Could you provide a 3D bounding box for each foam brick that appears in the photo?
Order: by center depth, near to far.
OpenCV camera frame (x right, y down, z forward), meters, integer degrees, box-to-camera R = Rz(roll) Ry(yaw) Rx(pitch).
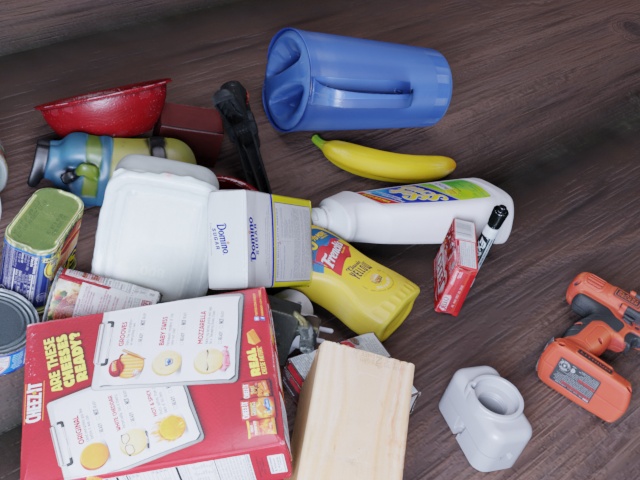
[{"bbox_3d":[-0.161,-0.128,1.291,0.078,0.053,0.051,7,41,-18],"label":"foam brick"}]

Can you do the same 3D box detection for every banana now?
[{"bbox_3d":[0.088,-0.104,1.383,0.197,0.037,0.069,11,40,-11],"label":"banana"}]

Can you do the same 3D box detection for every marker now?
[{"bbox_3d":[0.187,0.006,1.229,0.020,0.121,0.020,12,39,-10],"label":"marker"}]

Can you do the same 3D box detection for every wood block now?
[{"bbox_3d":[0.018,0.203,0.918,0.090,0.091,0.206,15,51,-5],"label":"wood block"}]

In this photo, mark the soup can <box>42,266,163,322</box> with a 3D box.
[{"bbox_3d":[-0.208,0.070,1.023,0.102,0.069,0.068,15,39,-7],"label":"soup can"}]

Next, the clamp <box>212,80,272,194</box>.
[{"bbox_3d":[-0.092,-0.127,1.292,0.036,0.164,0.210,-17,22,2],"label":"clamp"}]

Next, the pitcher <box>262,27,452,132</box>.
[{"bbox_3d":[0.057,-0.204,1.416,0.242,0.145,0.149,-2,64,-30],"label":"pitcher"}]

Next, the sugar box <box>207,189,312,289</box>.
[{"bbox_3d":[-0.057,0.001,1.050,0.048,0.093,0.176,-2,-3,22],"label":"sugar box"}]

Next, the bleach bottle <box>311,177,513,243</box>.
[{"bbox_3d":[0.100,-0.029,1.271,0.250,0.068,0.103,-6,24,-27],"label":"bleach bottle"}]

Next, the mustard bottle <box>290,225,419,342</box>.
[{"bbox_3d":[0.008,0.033,1.171,0.192,0.058,0.096,32,37,15],"label":"mustard bottle"}]

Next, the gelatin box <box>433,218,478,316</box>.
[{"bbox_3d":[0.154,0.030,1.226,0.030,0.073,0.089,14,40,-6],"label":"gelatin box"}]

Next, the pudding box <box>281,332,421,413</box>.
[{"bbox_3d":[0.030,0.146,1.063,0.113,0.039,0.090,-15,53,-33],"label":"pudding box"}]

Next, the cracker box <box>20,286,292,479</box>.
[{"bbox_3d":[-0.139,0.137,0.909,0.213,0.072,0.164,-10,49,-1],"label":"cracker box"}]

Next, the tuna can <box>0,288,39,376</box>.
[{"bbox_3d":[-0.306,0.085,0.990,0.086,0.034,0.086,12,39,-10],"label":"tuna can"}]

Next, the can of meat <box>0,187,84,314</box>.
[{"bbox_3d":[-0.276,0.008,1.054,0.057,0.084,0.102,20,38,0],"label":"can of meat"}]

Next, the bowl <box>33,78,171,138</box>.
[{"bbox_3d":[-0.246,-0.145,1.236,0.162,0.055,0.162,-11,12,2],"label":"bowl"}]

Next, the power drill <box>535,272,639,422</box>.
[{"bbox_3d":[0.341,0.127,1.210,0.184,0.057,0.187,31,37,19],"label":"power drill"}]
